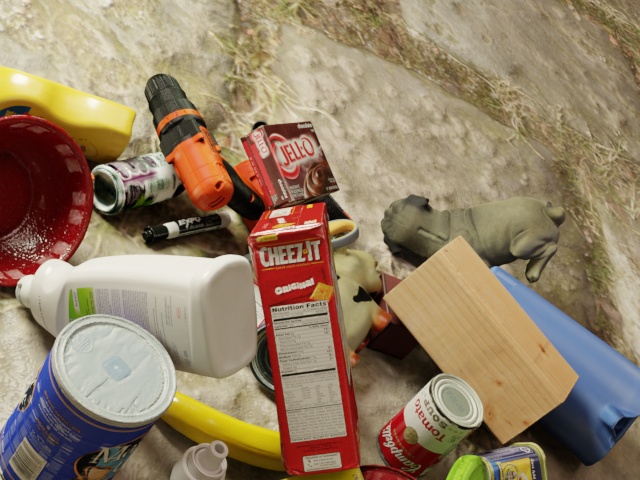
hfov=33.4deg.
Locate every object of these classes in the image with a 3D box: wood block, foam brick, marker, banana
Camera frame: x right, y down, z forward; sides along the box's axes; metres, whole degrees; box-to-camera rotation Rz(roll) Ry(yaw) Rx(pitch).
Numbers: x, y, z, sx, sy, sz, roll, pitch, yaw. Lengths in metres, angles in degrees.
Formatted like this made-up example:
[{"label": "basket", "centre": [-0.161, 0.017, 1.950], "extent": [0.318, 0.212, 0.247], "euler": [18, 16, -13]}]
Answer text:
[{"label": "wood block", "centre": [0.178, 0.107, 1.181], "extent": [0.206, 0.090, 0.090], "euler": [51, 26, 7]}, {"label": "foam brick", "centre": [0.083, 0.088, 1.239], "extent": [0.051, 0.053, 0.078], "euler": [20, 41, -23]}, {"label": "marker", "centre": [-0.148, -0.015, 1.181], "extent": [0.120, 0.020, 0.020], "euler": [-14, 61, -47]}, {"label": "banana", "centre": [-0.075, 0.185, 1.017], "extent": [0.197, 0.037, 0.070], "euler": [21, 10, -27]}]

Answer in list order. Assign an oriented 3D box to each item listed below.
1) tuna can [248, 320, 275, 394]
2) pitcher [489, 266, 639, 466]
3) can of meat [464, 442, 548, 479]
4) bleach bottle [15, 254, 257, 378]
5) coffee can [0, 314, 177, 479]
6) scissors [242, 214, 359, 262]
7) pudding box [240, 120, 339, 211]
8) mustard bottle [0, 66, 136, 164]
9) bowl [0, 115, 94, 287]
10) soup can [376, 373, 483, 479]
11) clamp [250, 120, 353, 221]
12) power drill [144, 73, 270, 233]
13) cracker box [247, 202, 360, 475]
[{"label": "tuna can", "centre": [-0.030, 0.115, 1.080], "extent": [0.086, 0.086, 0.033], "euler": [40, 25, 3]}, {"label": "pitcher", "centre": [0.270, 0.145, 1.288], "extent": [0.243, 0.149, 0.144], "euler": [40, 51, 7]}, {"label": "can of meat", "centre": [0.190, 0.267, 1.109], "extent": [0.083, 0.058, 0.102], "euler": [-1, 82, -38]}, {"label": "bleach bottle", "centre": [-0.173, 0.052, 0.931], "extent": [0.251, 0.102, 0.067], "euler": [7, 20, 34]}, {"label": "coffee can", "centre": [-0.192, 0.142, 0.869], "extent": [0.102, 0.140, 0.103], "euler": [23, 39, -20]}, {"label": "scissors", "centre": [-0.058, 0.001, 1.166], "extent": [0.201, 0.016, 0.096], "euler": [-12, 30, -15]}, {"label": "pudding box", "centre": [-0.033, -0.085, 1.197], "extent": [0.113, 0.039, 0.090], "euler": [-17, 84, -62]}, {"label": "mustard bottle", "centre": [-0.298, -0.138, 1.122], "extent": [0.191, 0.096, 0.058], "euler": [18, 69, -24]}, {"label": "bowl", "centre": [-0.296, -0.039, 1.006], "extent": [0.055, 0.162, 0.161], "euler": [13, 15, 43]}, {"label": "soup can", "centre": [0.114, 0.193, 1.108], "extent": [0.068, 0.102, 0.068], "euler": [23, 39, -20]}, {"label": "clamp", "centre": [-0.025, -0.073, 1.293], "extent": [0.171, 0.039, 0.120], "euler": [46, 13, -9]}, {"label": "power drill", "centre": [-0.115, -0.087, 1.191], "extent": [0.187, 0.057, 0.184], "euler": [34, 25, -57]}, {"label": "cracker box", "centre": [-0.013, 0.083, 0.962], "extent": [0.072, 0.214, 0.164], "euler": [-9, 8, 2]}]
